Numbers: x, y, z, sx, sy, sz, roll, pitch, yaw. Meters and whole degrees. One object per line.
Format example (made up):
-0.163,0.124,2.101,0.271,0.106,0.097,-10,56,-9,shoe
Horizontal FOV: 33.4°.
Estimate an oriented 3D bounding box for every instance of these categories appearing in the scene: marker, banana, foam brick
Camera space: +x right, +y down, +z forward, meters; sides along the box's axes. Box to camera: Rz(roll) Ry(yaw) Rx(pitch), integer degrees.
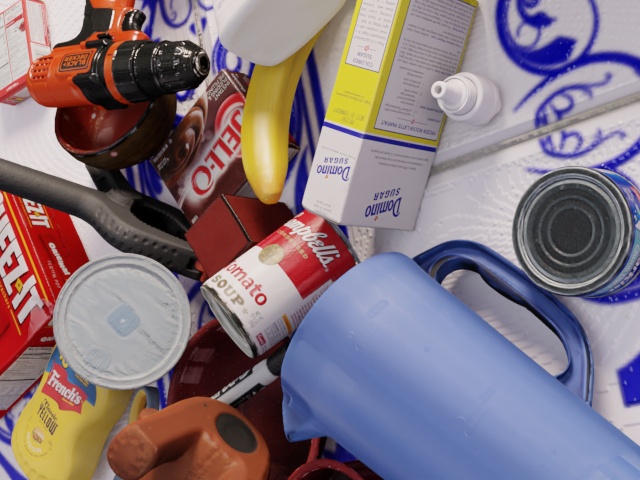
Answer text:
-0.056,0.110,0.802,0.121,0.020,0.020,-38,65,31,marker
-0.028,-0.120,0.823,0.070,0.037,0.197,-2,66,55,banana
-0.056,0.001,0.842,0.053,0.078,0.051,-47,60,25,foam brick

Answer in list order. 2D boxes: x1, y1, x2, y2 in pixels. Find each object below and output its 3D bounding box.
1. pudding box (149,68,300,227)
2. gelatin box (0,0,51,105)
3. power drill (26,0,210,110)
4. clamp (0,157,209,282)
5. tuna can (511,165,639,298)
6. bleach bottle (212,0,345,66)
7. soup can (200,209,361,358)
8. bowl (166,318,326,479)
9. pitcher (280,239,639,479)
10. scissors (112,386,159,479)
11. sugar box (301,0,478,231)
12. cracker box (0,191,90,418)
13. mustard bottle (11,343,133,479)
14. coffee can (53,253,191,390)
-0.081,-0.072,0.891,0.114,0.039,0.090,-49,61,26,pudding box
-0.306,-0.192,1.084,0.073,0.030,0.089,-20,75,38,gelatin box
-0.153,-0.198,0.902,0.185,0.057,0.187,0,63,31,power drill
-0.181,-0.027,0.908,0.210,0.164,0.036,33,112,25,clamp
0.168,-0.005,0.690,0.086,0.033,0.086,-3,86,39,tuna can
-0.052,-0.260,0.839,0.103,0.068,0.251,-39,49,33,bleach bottle
-0.028,0.030,0.783,0.102,0.068,0.069,-36,58,-14,soup can
-0.047,0.138,0.842,0.162,0.055,0.162,-3,86,39,bowl
0.106,0.115,0.685,0.243,0.144,0.149,37,122,30,pitcher
-0.170,0.190,0.934,0.202,0.016,0.096,-40,47,55,scissors
0.049,-0.097,0.753,0.048,0.093,0.176,26,103,37,sugar box
-0.320,0.061,1.055,0.214,0.071,0.164,-42,64,28,cracker box
-0.216,0.136,0.976,0.096,0.058,0.192,44,114,37,mustard bottle
-0.161,0.067,0.865,0.140,0.102,0.103,153,115,-78,coffee can
